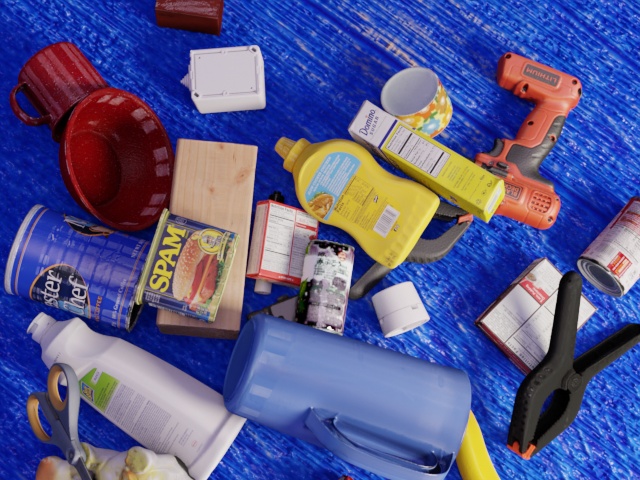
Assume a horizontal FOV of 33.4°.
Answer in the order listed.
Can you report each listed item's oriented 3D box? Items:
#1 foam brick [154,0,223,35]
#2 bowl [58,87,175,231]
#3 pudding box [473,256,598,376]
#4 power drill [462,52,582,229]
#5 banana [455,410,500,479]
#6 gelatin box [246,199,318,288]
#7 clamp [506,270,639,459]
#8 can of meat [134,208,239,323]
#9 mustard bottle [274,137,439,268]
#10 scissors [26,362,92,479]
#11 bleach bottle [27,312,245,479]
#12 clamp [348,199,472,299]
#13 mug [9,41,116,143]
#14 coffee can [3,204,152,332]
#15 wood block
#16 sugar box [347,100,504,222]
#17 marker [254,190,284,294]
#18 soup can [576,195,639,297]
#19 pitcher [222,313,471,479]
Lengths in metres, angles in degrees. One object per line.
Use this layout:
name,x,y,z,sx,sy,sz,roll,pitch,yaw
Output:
foam brick,-0.154,-0.281,1.263,0.078,0.053,0.051,9,78,-3
bowl,-0.237,-0.086,1.190,0.055,0.161,0.162,-11,76,37
pudding box,0.247,0.088,1.227,0.113,0.039,0.090,-44,87,-9
power drill,0.214,-0.123,1.260,0.184,0.057,0.187,22,79,4
banana,0.201,0.277,1.187,0.069,0.037,0.198,-40,85,-25
gelatin box,-0.042,0.005,1.209,0.073,0.030,0.089,15,76,-35
clamp,0.267,0.143,1.186,0.164,0.036,0.210,41,83,-37
can of meat,-0.137,0.028,1.106,0.084,0.057,0.102,17,78,-3
mustard bottle,0.030,-0.058,1.196,0.192,0.058,0.096,34,108,10
scissors,-0.247,0.198,1.088,0.202,0.016,0.096,32,106,44
bleach bottle,-0.204,0.154,1.150,0.251,0.068,0.103,34,123,4
clamp,0.093,0.003,1.233,0.171,0.039,0.120,-5,85,1
mug,-0.297,-0.166,1.206,0.117,0.093,0.081,-31,77,-36
coffee can,-0.259,0.030,1.166,0.140,0.103,0.103,18,78,-1
wood block,-0.125,0.001,1.189,0.090,0.091,0.206,5,78,-4
sugar box,0.118,-0.086,1.183,0.176,0.093,0.048,30,89,13
marker,-0.058,0.001,1.230,0.020,0.020,0.121,8,78,-3
soup can,0.355,0.007,1.237,0.068,0.068,0.102,43,79,4
pitcher,0.027,0.168,1.112,0.242,0.149,0.145,20,71,-13
